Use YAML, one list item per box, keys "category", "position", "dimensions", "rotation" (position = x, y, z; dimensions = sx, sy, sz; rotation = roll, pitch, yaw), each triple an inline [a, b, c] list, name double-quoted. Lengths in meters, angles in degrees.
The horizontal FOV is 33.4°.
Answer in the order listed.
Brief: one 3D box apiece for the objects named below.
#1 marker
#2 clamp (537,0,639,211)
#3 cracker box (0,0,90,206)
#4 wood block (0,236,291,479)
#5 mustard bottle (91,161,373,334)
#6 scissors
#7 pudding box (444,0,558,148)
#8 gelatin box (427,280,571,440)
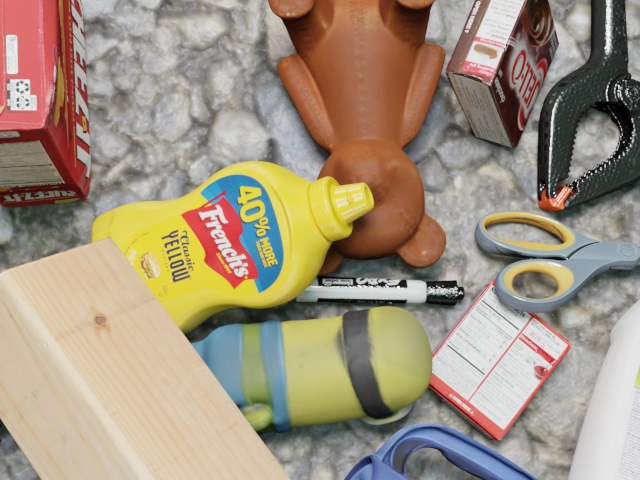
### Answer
- category: "marker"
  position: [0.043, 0.036, 0.762]
  dimensions: [0.121, 0.020, 0.020]
  rotation: [2, 81, -4]
- category: "clamp"
  position: [0.218, -0.116, 0.786]
  dimensions: [0.164, 0.036, 0.210]
  rotation: [42, 83, -1]
- category: "cracker box"
  position: [-0.190, -0.121, 0.672]
  dimensions: [0.072, 0.214, 0.164]
  rotation: [-3, 82, -6]
- category: "wood block"
  position: [-0.118, 0.111, 0.650]
  dimensions: [0.206, 0.090, 0.090]
  rotation: [52, 38, 14]
- category: "mustard bottle"
  position: [-0.055, 0.001, 0.704]
  dimensions: [0.192, 0.058, 0.096]
  rotation: [-19, 81, 19]
- category: "scissors"
  position: [0.207, 0.024, 0.752]
  dimensions: [0.202, 0.016, 0.096]
  rotation: [13, 50, 5]
- category: "pudding box"
  position: [0.129, -0.128, 0.746]
  dimensions: [0.039, 0.113, 0.090]
  rotation: [18, 79, 26]
- category: "gelatin box"
  position: [0.122, 0.085, 0.755]
  dimensions: [0.073, 0.030, 0.089]
  rotation: [39, 80, 4]
